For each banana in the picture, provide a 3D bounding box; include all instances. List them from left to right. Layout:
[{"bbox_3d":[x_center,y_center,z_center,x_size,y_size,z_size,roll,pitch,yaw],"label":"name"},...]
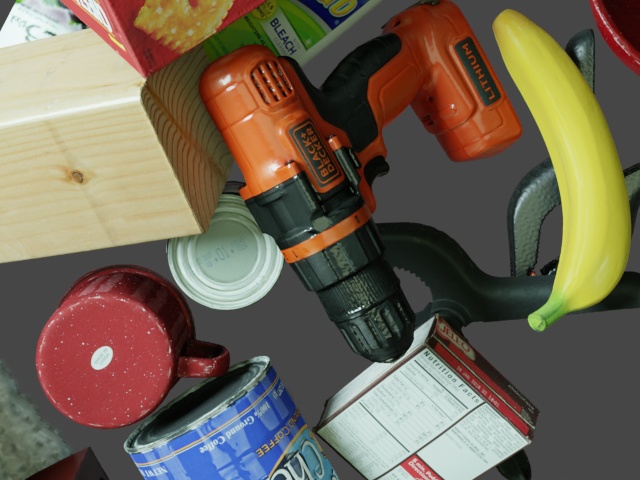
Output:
[{"bbox_3d":[0.144,-0.044,0.622,0.069,0.037,0.198,6,69,-30],"label":"banana"}]

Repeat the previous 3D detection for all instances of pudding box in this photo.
[{"bbox_3d":[0.064,0.111,0.661,0.090,0.039,0.114,44,122,-5],"label":"pudding box"}]

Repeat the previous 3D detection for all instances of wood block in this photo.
[{"bbox_3d":[-0.161,-0.049,0.585,0.206,0.090,0.091,-7,129,18],"label":"wood block"}]

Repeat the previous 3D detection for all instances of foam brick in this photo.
[{"bbox_3d":[-0.158,0.172,0.662,0.051,0.078,0.053,-28,99,0],"label":"foam brick"}]

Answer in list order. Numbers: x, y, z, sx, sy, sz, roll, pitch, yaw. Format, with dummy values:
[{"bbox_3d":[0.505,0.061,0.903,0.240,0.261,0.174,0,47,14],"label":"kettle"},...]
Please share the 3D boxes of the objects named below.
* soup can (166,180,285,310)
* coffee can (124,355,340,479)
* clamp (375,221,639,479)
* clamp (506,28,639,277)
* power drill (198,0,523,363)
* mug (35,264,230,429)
[{"bbox_3d":[-0.054,0.001,0.635,0.068,0.102,0.068,0,96,-3],"label":"soup can"},{"bbox_3d":[-0.040,0.157,0.652,0.103,0.103,0.140,-30,97,1],"label":"coffee can"},{"bbox_3d":[0.080,0.058,0.670,0.210,0.036,0.165,21,114,4],"label":"clamp"},{"bbox_3d":[0.165,-0.043,0.672,0.120,0.039,0.171,41,96,6],"label":"clamp"},{"bbox_3d":[0.038,-0.047,0.604,0.187,0.057,0.184,-36,101,-42],"label":"power drill"},{"bbox_3d":[-0.113,0.068,0.650,0.117,0.081,0.093,11,96,-4],"label":"mug"}]
